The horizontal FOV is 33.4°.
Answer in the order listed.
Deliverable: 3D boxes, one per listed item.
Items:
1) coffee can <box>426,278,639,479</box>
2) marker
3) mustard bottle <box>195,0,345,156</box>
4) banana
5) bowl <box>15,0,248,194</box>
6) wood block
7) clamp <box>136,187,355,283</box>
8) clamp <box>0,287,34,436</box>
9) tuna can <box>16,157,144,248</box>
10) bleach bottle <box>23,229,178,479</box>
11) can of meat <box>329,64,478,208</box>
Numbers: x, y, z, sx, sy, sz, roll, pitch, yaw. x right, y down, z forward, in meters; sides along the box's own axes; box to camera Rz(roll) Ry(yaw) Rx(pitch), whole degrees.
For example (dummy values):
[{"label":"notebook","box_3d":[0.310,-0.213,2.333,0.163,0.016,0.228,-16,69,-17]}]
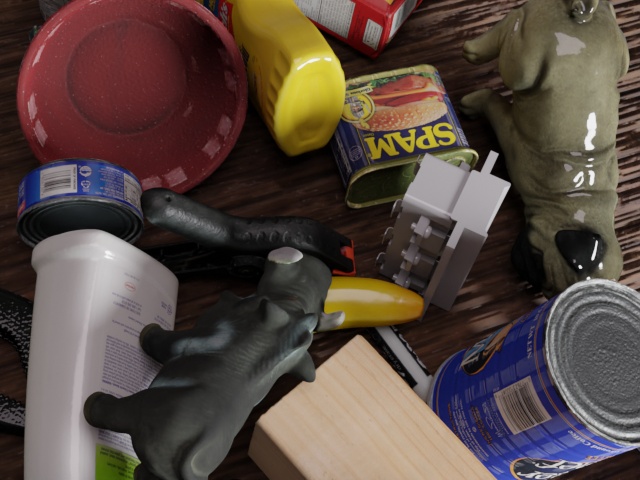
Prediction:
[{"label":"coffee can","box_3d":[0.146,0.096,0.679,0.102,0.141,0.103,10,63,-21]},{"label":"marker","box_3d":[0.060,0.085,0.752,0.020,0.020,0.121,-31,73,-20]},{"label":"mustard bottle","box_3d":[-0.048,-0.158,0.804,0.058,0.096,0.192,-20,54,-17]},{"label":"banana","box_3d":[-0.028,0.066,0.733,0.197,0.037,0.069,-27,79,-9]},{"label":"bowl","box_3d":[-0.136,-0.109,0.767,0.162,0.162,0.055,-11,27,-13]},{"label":"wood block","box_3d":[0.056,0.173,0.671,0.090,0.091,0.206,-38,75,-22]},{"label":"clamp","box_3d":[-0.055,0.001,0.725,0.171,0.120,0.039,0,71,-12]},{"label":"clamp","box_3d":[-0.255,0.058,0.710,0.164,0.036,0.210,-35,76,-22]},{"label":"tuna can","box_3d":[-0.165,-0.022,0.734,0.086,0.086,0.034,-2,64,-9]},{"label":"bleach bottle","box_3d":[-0.143,0.126,0.656,0.068,0.102,0.251,-14,60,29]},{"label":"can of meat","box_3d":[0.056,-0.080,0.810,0.102,0.057,0.084,-12,65,-13]}]
